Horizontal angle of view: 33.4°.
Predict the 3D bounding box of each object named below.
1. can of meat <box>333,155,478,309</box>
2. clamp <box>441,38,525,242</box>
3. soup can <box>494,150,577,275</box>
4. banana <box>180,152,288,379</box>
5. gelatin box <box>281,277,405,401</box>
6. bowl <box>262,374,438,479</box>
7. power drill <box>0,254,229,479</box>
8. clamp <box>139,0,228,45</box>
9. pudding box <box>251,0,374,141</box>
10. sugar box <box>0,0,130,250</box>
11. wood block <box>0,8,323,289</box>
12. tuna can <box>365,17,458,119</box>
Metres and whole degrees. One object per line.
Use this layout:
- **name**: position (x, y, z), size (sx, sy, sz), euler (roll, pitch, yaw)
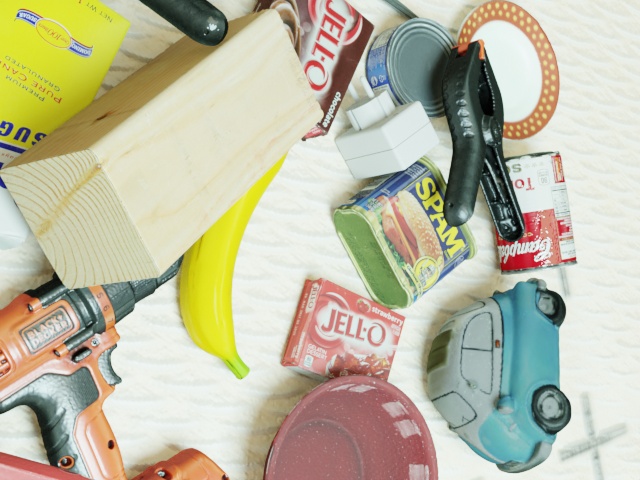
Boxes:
- **can of meat**: position (0.068, -0.006, 0.871), size (0.083, 0.058, 0.102), euler (-37, 106, -29)
- **clamp**: position (0.124, -0.081, 0.871), size (0.120, 0.039, 0.171), euler (-2, 80, -63)
- **soup can**: position (0.187, -0.024, 0.946), size (0.068, 0.069, 0.102), euler (-8, 90, -35)
- **banana**: position (-0.067, 0.000, 0.793), size (0.069, 0.037, 0.198), euler (25, 72, -50)
- **gelatin box**: position (0.019, 0.079, 0.845), size (0.089, 0.030, 0.073), euler (27, 71, -30)
- **bowl**: position (0.013, 0.183, 0.815), size (0.161, 0.055, 0.162), euler (4, 83, -34)
- **power drill**: position (-0.137, 0.104, 0.721), size (0.184, 0.057, 0.187), euler (-33, 101, -29)
- **clamp**: position (-0.153, -0.210, 0.725), size (0.210, 0.164, 0.036), euler (25, 116, -13)
- **pudding box**: position (-0.016, -0.149, 0.837), size (0.090, 0.039, 0.113), euler (34, 67, -26)
- **sugar box**: position (-0.203, -0.092, 0.700), size (0.093, 0.048, 0.176), euler (31, 68, -29)
- **wood block**: position (-0.097, -0.066, 0.707), size (0.205, 0.091, 0.090), euler (-48, 121, -44)
- **tuna can**: position (0.081, -0.143, 0.906), size (0.085, 0.034, 0.086), euler (4, 83, -34)
